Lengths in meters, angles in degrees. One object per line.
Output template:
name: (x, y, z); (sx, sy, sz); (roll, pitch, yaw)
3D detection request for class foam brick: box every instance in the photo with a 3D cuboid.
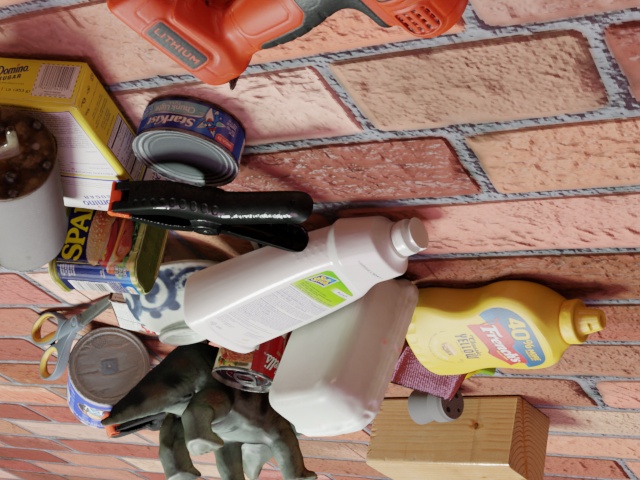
foam brick: (0.111, 0.126, 1.128); (0.078, 0.053, 0.051); (18, 118, -12)

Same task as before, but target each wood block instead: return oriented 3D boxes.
wood block: (0.171, 0.254, 1.346); (0.207, 0.090, 0.090); (-8, 148, 38)

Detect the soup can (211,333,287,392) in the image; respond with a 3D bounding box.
soup can: (-0.070, 0.101, 1.125); (0.068, 0.102, 0.068); (11, 155, 5)

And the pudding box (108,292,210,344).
pudding box: (-0.177, 0.078, 1.207); (0.113, 0.039, 0.090); (10, 156, 1)

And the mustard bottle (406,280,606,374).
mustard bottle: (0.176, 0.082, 1.010); (0.192, 0.058, 0.096); (-9, 124, 36)

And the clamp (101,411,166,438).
clamp: (-0.203, 0.219, 1.384); (0.165, 0.036, 0.209); (-28, 168, 17)

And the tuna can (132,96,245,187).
tuna can: (-0.103, -0.077, 0.845); (0.086, 0.033, 0.086); (11, 155, 5)

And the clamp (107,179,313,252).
clamp: (-0.085, -0.020, 0.877); (0.171, 0.039, 0.120); (8, 160, 9)

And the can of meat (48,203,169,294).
can of meat: (-0.189, -0.002, 0.969); (0.084, 0.102, 0.057); (4, 155, 15)

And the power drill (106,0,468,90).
power drill: (-0.035, -0.160, 0.609); (0.188, 0.057, 0.184); (-10, 147, 40)

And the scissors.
scissors: (-0.300, 0.120, 1.304); (0.016, 0.096, 0.202); (7, 168, -42)

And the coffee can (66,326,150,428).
coffee can: (-0.280, 0.182, 1.401); (0.102, 0.102, 0.140); (16, 155, -7)

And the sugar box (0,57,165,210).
sugar box: (-0.200, -0.082, 0.873); (0.093, 0.048, 0.176); (7, 158, 16)

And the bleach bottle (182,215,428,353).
bleach bottle: (-0.007, 0.034, 0.978); (0.251, 0.068, 0.102); (-21, 145, 35)
